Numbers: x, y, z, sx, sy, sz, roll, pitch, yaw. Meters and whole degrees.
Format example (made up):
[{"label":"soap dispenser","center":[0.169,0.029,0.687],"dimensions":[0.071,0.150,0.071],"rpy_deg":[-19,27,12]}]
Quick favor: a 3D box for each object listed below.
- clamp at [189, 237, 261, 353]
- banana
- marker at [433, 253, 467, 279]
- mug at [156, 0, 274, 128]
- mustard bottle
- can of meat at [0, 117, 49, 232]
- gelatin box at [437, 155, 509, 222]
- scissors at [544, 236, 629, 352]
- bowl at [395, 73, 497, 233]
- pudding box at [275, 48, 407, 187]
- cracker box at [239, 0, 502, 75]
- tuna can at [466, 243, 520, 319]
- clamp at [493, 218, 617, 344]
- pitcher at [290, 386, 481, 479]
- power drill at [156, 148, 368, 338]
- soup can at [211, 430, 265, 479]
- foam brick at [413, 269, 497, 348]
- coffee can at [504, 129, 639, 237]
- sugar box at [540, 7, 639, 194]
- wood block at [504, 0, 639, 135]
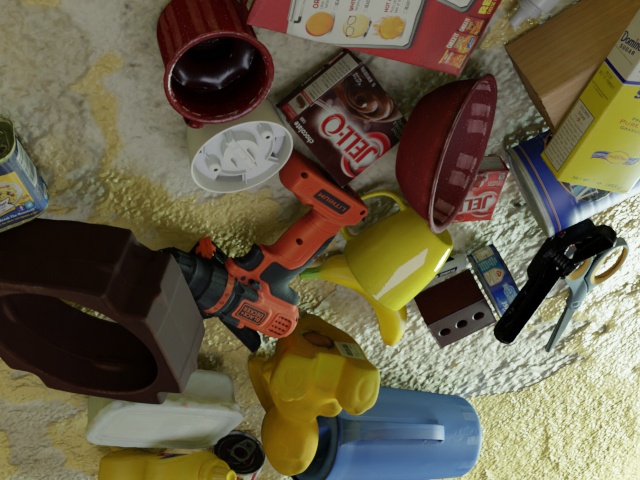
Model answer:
[{"label":"clamp","center":[-0.132,0.072,1.154],"dimensions":[0.120,0.039,0.171],"rpy_deg":[-17,131,-10]},{"label":"banana","center":[0.056,0.063,1.221],"dimensions":[0.070,0.037,0.197],"rpy_deg":[-20,139,28]},{"label":"marker","center":[0.114,0.039,1.200],"dimensions":[0.120,0.020,0.020],"rpy_deg":[-17,140,-31]},{"label":"mug","center":[-0.097,-0.151,0.910],"dimensions":[0.093,0.081,0.117],"rpy_deg":[2,132,-23]},{"label":"mustard bottle","center":[-0.171,0.278,1.261],"dimensions":[0.192,0.058,0.096],"rpy_deg":[-8,160,42]},{"label":"can of meat","center":[-0.303,-0.051,0.952],"dimensions":[0.102,0.057,0.084],"rpy_deg":[-20,139,0]},{"label":"gelatin box","center":[0.149,-0.053,1.139],"dimensions":[0.089,0.030,0.073],"rpy_deg":[-3,135,-17]},{"label":"scissors","center":[0.306,0.068,1.332],"dimensions":[0.096,0.016,0.202],"rpy_deg":[13,128,-29]},{"label":"bowl","center":[0.116,-0.091,1.035],"dimensions":[0.055,0.162,0.162],"rpy_deg":[21,139,19]},{"label":"pudding box","center":[0.024,-0.115,1.013],"dimensions":[0.090,0.039,0.113],"rpy_deg":[-40,134,4]},{"label":"cracker box","center":[0.057,-0.241,0.887],"dimensions":[0.213,0.072,0.164],"rpy_deg":[9,129,-27]},{"label":"tuna can","center":[0.202,0.047,1.220],"dimensions":[0.034,0.086,0.086],"rpy_deg":[-28,137,5]},{"label":"clamp","center":[0.263,0.016,1.144],"dimensions":[0.036,0.209,0.165],"rpy_deg":[43,120,0]},{"label":"pitcher","center":[0.087,0.244,1.339],"dimensions":[0.242,0.149,0.145],"rpy_deg":[7,119,-31]},{"label":"power drill","center":[-0.057,0.001,1.073],"dimensions":[0.184,0.057,0.188],"rpy_deg":[28,108,-39]},{"label":"soup can","center":[-0.115,0.302,1.369],"dimensions":[0.068,0.068,0.102],"rpy_deg":[2,133,-22]},{"label":"foam brick","center":[0.159,0.081,1.263],"dimensions":[0.078,0.051,0.053],"rpy_deg":[-27,136,7]},{"label":"coffee can","center":[0.277,-0.079,1.108],"dimensions":[0.140,0.103,0.102],"rpy_deg":[-26,137,6]},{"label":"sugar box","center":[0.289,-0.126,0.976],"dimensions":[0.093,0.048,0.176],"rpy_deg":[7,132,-28]},{"label":"wood block","center":[0.295,-0.188,1.016],"dimensions":[0.206,0.090,0.090],"rpy_deg":[-31,136,10]}]
